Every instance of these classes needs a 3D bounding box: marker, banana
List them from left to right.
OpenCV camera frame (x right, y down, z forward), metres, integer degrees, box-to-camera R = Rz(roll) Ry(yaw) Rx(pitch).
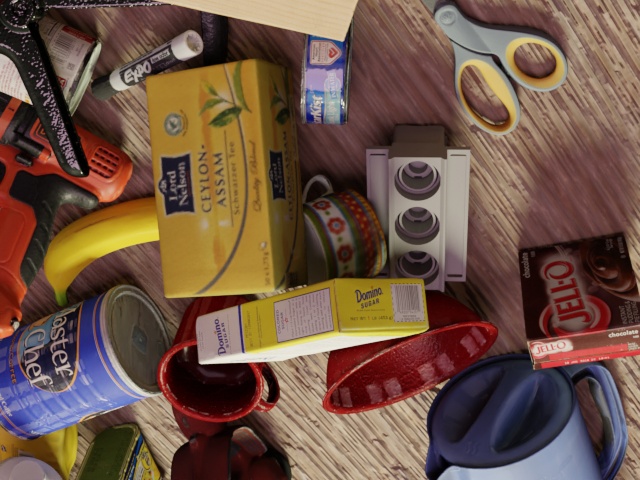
[{"bbox_3d":[-0.171,-0.003,0.921,0.198,0.037,0.069,-23,141,22],"label":"banana"},{"bbox_3d":[-0.136,-0.132,0.816,0.121,0.020,0.020,-16,122,41],"label":"marker"}]

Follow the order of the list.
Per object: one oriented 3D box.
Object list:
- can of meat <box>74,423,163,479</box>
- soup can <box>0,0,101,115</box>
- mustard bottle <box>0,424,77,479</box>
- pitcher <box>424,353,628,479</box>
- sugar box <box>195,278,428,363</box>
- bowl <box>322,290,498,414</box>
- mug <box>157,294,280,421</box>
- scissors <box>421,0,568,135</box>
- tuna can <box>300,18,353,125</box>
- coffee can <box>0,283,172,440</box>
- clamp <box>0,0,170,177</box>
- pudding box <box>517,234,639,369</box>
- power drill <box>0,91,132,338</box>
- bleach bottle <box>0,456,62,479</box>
[{"bbox_3d":[-0.194,0.243,1.044,0.057,0.102,0.084,-12,119,13],"label":"can of meat"},{"bbox_3d":[-0.227,-0.143,0.814,0.102,0.068,0.069,23,123,-9],"label":"soup can"},{"bbox_3d":[-0.339,0.187,1.049,0.191,0.058,0.096,9,134,1],"label":"mustard bottle"},{"bbox_3d":[0.207,0.224,0.975,0.149,0.145,0.242,-10,126,27],"label":"pitcher"},{"bbox_3d":[-0.011,0.063,0.825,0.093,0.048,0.177,3,168,-41],"label":"sugar box"},{"bbox_3d":[0.067,0.088,0.909,0.162,0.055,0.162,-20,156,-9],"label":"bowl"},{"bbox_3d":[-0.082,0.107,0.951,0.117,0.081,0.093,38,120,-17],"label":"mug"},{"bbox_3d":[0.114,-0.168,0.786,0.096,0.016,0.201,-20,118,17],"label":"scissors"},{"bbox_3d":[0.005,-0.128,0.784,0.034,0.086,0.086,3,123,3],"label":"tuna can"},{"bbox_3d":[-0.217,0.110,0.957,0.140,0.102,0.102,-22,118,20],"label":"coffee can"},{"bbox_3d":[-0.210,-0.154,0.760,0.210,0.036,0.164,28,99,-6],"label":"clamp"},{"bbox_3d":[0.209,0.048,0.858,0.090,0.113,0.039,-9,125,13],"label":"pudding box"},{"bbox_3d":[-0.262,-0.032,0.830,0.184,0.187,0.057,28,161,-12],"label":"power drill"},{"bbox_3d":[-0.268,0.265,1.023,0.102,0.068,0.251,29,150,4],"label":"bleach bottle"}]
